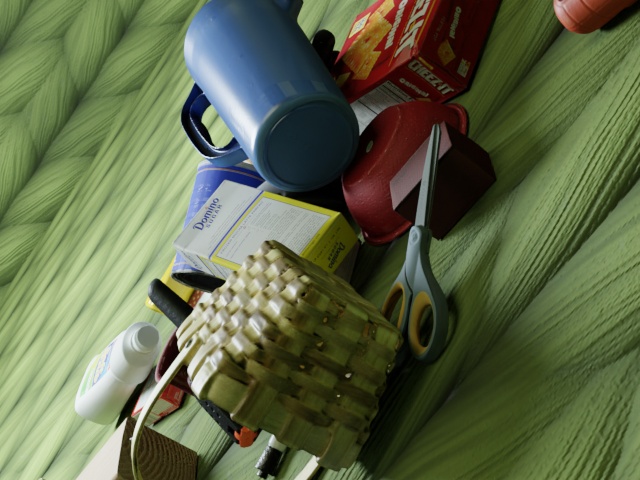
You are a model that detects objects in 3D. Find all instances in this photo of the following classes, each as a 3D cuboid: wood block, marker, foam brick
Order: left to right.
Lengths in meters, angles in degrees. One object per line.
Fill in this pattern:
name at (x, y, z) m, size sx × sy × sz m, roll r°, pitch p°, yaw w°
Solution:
wood block at (-0.226, 0.299, 1.134) m, size 0.206 × 0.090 × 0.090 m, roll -50°, pitch 21°, yaw 24°
marker at (-0.026, 0.159, 0.963) m, size 0.121 × 0.020 × 0.020 m, roll -63°, pitch 20°, yaw -12°
foam brick at (0.103, -0.052, 0.912) m, size 0.078 × 0.051 × 0.053 m, roll -49°, pitch 20°, yaw 25°

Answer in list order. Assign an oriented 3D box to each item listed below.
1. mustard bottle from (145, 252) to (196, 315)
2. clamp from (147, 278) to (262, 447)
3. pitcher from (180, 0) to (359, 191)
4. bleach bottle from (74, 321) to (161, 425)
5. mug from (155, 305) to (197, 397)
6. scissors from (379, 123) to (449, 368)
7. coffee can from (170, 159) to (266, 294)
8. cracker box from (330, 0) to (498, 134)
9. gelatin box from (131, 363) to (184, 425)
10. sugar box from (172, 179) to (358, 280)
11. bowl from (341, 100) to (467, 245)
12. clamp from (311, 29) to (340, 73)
mustard bottle at (-0.166, 0.018, 1.448) m, size 0.191 × 0.058 × 0.096 m, roll -61°, pitch -1°, yaw -8°
clamp at (-0.074, 0.107, 1.053) m, size 0.036 × 0.164 × 0.210 m, roll 96°, pitch 160°, yaw -45°
pitcher at (-0.056, -0.146, 1.097) m, size 0.243 × 0.144 × 0.149 m, roll -120°, pitch 28°, yaw -51°
bleach bottle at (-0.255, 0.160, 1.390) m, size 0.251 × 0.068 × 0.102 m, roll -46°, pitch 22°, yaw 55°
mug at (-0.115, 0.133, 1.124) m, size 0.093 × 0.081 × 0.117 m, roll -54°, pitch 20°, yaw 13°
scissors at (0.087, 0.010, 0.844) m, size 0.096 × 0.016 × 0.202 m, roll 26°, pitch 101°, yaw 62°
coffee can at (-0.110, -0.013, 1.257) m, size 0.103 × 0.102 × 0.140 m, roll -18°, pitch 57°, yaw 62°
cracker box at (0.091, -0.206, 1.140) m, size 0.214 × 0.072 × 0.164 m, roll -25°, pitch 38°, yaw 58°
gelatin box at (-0.192, 0.181, 1.318) m, size 0.089 × 0.030 × 0.073 m, roll -37°, pitch 27°, yaw 48°
sugar box at (-0.057, 0.001, 1.037) m, size 0.177 × 0.048 × 0.093 m, roll 17°, pitch 63°, yaw 48°
bowl at (0.069, -0.077, 1.029) m, size 0.162 × 0.055 × 0.162 m, roll -49°, pitch 21°, yaw 26°
clamp at (-0.013, -0.160, 1.250) m, size 0.171 × 0.039 × 0.120 m, roll -66°, pitch -14°, yaw 10°
